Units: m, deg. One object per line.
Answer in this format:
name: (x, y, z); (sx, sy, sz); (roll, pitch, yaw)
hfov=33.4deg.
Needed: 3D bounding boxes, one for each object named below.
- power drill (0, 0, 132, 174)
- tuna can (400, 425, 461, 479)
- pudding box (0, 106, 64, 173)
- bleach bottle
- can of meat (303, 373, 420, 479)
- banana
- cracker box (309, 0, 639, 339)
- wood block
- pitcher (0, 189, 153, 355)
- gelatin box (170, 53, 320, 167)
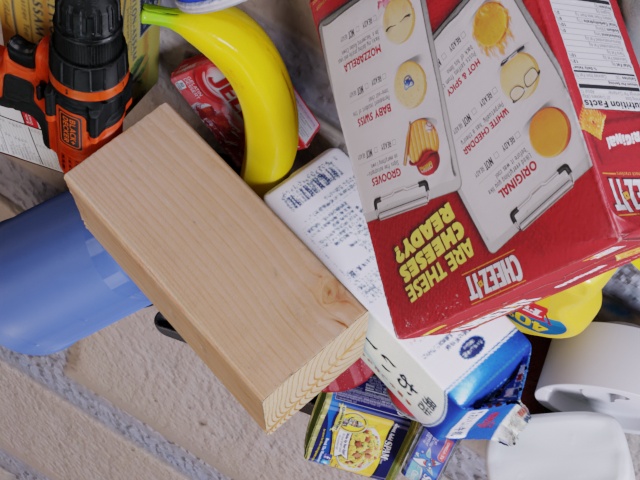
power drill: (-0.213, -0.133, 0.713); (0.188, 0.057, 0.185); (27, 143, 9)
tuna can: (0.102, 0.168, 0.907); (0.034, 0.086, 0.086); (27, 143, 11)
pudding box: (-0.240, -0.106, 0.893); (0.114, 0.039, 0.090); (20, 142, 21)
bleach bottle: (0.197, 0.203, 0.845); (0.103, 0.068, 0.250); (-8, 153, 13)
can of meat: (0.036, 0.161, 0.940); (0.084, 0.057, 0.102); (16, 128, -3)
banana: (-0.050, -0.092, 0.710); (0.070, 0.037, 0.197); (-6, 140, 17)
cracker box: (0.086, -0.073, 0.570); (0.164, 0.071, 0.214); (-32, 68, 50)
wood block: (-0.070, 0.018, 0.726); (0.206, 0.090, 0.090); (46, 163, 18)
pitcher: (-0.187, 0.016, 0.918); (0.243, 0.149, 0.145); (-21, 106, 48)
gelatin box: (-0.054, -0.100, 0.769); (0.073, 0.030, 0.089); (-12, 125, 42)
